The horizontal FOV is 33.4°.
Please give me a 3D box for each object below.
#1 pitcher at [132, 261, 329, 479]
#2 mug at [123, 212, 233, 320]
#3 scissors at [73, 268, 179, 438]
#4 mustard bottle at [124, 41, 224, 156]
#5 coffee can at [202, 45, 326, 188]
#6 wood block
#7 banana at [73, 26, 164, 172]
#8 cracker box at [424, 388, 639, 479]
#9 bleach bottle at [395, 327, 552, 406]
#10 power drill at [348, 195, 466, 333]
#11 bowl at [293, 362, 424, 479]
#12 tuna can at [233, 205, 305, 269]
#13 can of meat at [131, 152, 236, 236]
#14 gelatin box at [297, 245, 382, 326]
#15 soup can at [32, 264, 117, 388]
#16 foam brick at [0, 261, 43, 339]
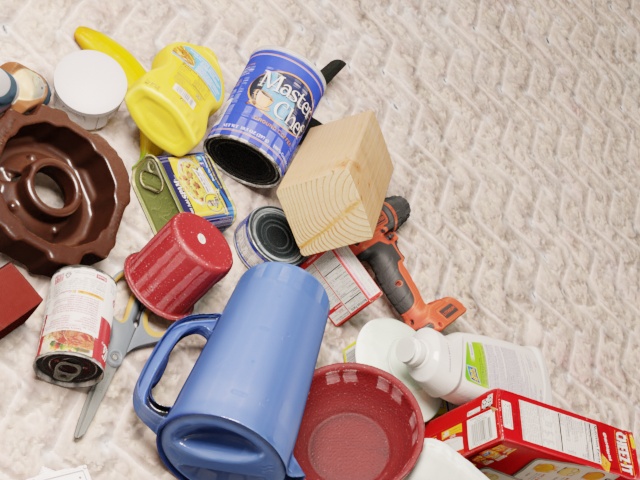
[{"bbox_3d":[-0.078,0.132,1.104,0.149,0.145,0.242,62,31,-32],"label":"pitcher"},{"bbox_3d":[-0.140,0.026,1.139,0.117,0.082,0.093,14,40,-49],"label":"mug"},{"bbox_3d":[-0.194,0.120,1.092,0.096,0.016,0.201,21,50,-27],"label":"scissors"},{"bbox_3d":[-0.159,-0.181,1.249,0.096,0.058,0.191,45,31,-17],"label":"mustard bottle"},{"bbox_3d":[-0.066,-0.149,1.289,0.102,0.103,0.140,33,65,-17],"label":"coffee can"},{"bbox_3d":[0.023,-0.074,1.285,0.206,0.091,0.090,-69,141,-62],"label":"wood block"},{"bbox_3d":[-0.223,-0.173,1.256,0.069,0.037,0.198,-13,70,-43],"label":"banana"},{"bbox_3d":[0.234,0.250,1.239,0.213,0.164,0.072,20,53,-27],"label":"cracker box"},{"bbox_3d":[0.177,0.148,1.254,0.250,0.068,0.102,23,48,-42],"label":"bleach bottle"},{"bbox_3d":[0.104,0.033,1.357,0.188,0.057,0.184,54,34,5],"label":"power drill"},{"bbox_3d":[0.030,0.214,1.149,0.162,0.055,0.162,-1,53,1],"label":"bowl"},{"bbox_3d":[-0.058,0.002,1.270,0.086,0.034,0.086,20,50,-27],"label":"tuna can"},{"bbox_3d":[-0.154,-0.050,1.213,0.083,0.058,0.102,-12,70,-45],"label":"can of meat"},{"bbox_3d":[0.022,0.049,1.272,0.089,0.073,0.030,53,44,4],"label":"gelatin box"},{"bbox_3d":[-0.238,0.084,1.044,0.068,0.069,0.102,22,49,-26],"label":"soup can"},{"bbox_3d":[-0.312,0.066,1.007,0.051,0.053,0.078,49,43,0],"label":"foam brick"}]
